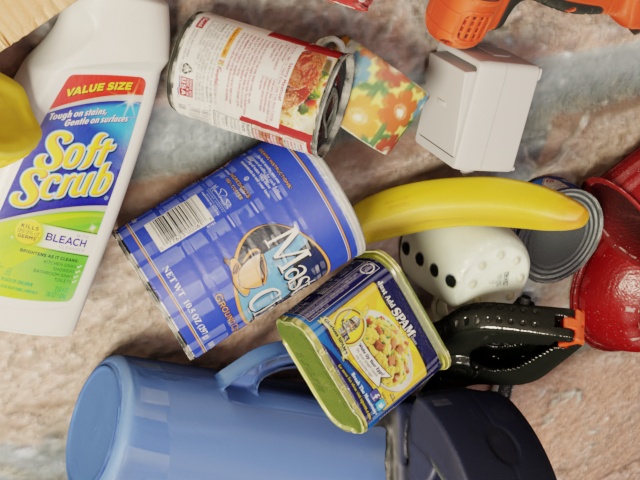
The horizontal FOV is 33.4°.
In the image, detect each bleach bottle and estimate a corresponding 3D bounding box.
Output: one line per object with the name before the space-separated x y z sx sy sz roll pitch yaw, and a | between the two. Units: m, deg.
bleach bottle | -0.162 -0.067 0.660 0.102 0.068 0.251 13 107 -33

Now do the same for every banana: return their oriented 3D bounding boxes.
banana | 0.094 -0.018 0.788 0.198 0.069 0.037 -10 135 10

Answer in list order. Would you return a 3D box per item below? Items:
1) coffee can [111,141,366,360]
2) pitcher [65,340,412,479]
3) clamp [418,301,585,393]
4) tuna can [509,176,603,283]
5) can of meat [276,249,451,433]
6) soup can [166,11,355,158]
coffee can | -0.055 0.001 0.722 0.140 0.103 0.102 -32 125 -9
pitcher | -0.053 0.150 0.790 0.242 0.145 0.149 17 67 -30
clamp | 0.110 0.093 0.832 0.210 0.036 0.164 -12 139 29
tuna can | 0.189 -0.009 0.884 0.086 0.034 0.086 -12 120 -21
can of meat | 0.029 0.071 0.742 0.083 0.058 0.102 -37 105 -23
soup can | -0.037 -0.099 0.672 0.102 0.068 0.068 18 111 11
